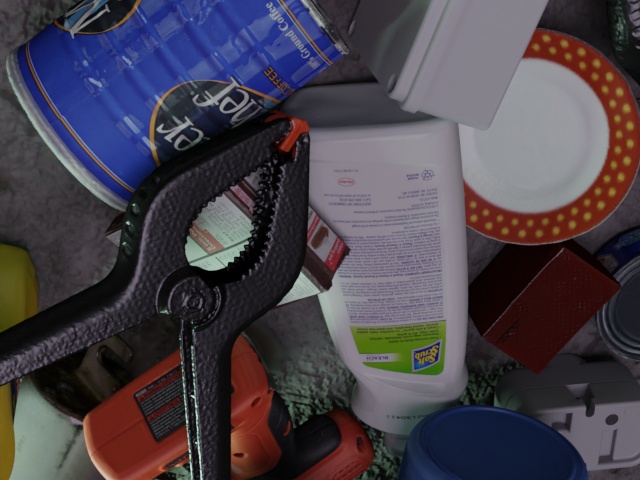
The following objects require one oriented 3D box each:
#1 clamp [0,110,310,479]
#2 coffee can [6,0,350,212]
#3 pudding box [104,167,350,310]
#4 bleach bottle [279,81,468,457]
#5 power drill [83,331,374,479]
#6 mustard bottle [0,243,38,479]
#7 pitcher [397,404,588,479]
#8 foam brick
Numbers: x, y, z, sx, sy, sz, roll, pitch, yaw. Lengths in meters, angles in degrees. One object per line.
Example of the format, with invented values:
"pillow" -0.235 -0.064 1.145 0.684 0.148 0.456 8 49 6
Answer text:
"clamp" -0.062 0.034 0.524 0.164 0.036 0.210 40 86 -28
"coffee can" -0.071 -0.095 0.540 0.140 0.103 0.102 -35 117 9
"pudding box" -0.054 0.001 0.597 0.114 0.039 0.090 -19 124 45
"bleach bottle" 0.038 0.031 0.647 0.102 0.068 0.251 -2 123 7
"power drill" -0.067 0.141 0.648 0.184 0.057 0.187 -36 146 -4
"mustard bottle" -0.187 0.083 0.564 0.058 0.191 0.096 14 114 -16
"pitcher" 0.080 0.226 0.673 0.149 0.145 0.243 -1 115 -18
"foam brick" 0.136 0.033 0.669 0.053 0.051 0.078 34 107 -22
